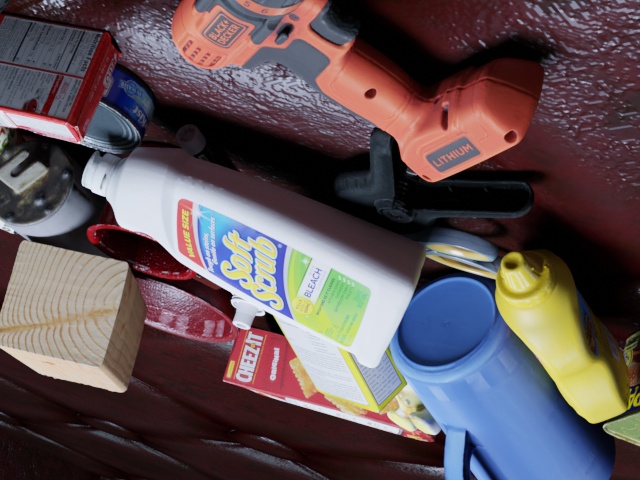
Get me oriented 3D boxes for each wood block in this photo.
[{"bbox_3d":[-0.214,0.074,0.945,0.091,0.090,0.206,13,166,-2],"label":"wood block"}]

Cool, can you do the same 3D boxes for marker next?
[{"bbox_3d":[-0.079,-0.051,0.842,0.020,0.020,0.121,8,156,26],"label":"marker"}]

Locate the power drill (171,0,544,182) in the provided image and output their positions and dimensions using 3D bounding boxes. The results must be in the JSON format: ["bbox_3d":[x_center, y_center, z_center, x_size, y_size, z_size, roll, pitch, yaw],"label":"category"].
[{"bbox_3d":[0.024,-0.109,0.573,0.187,0.057,0.185,29,160,-17],"label":"power drill"}]

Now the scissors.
[{"bbox_3d":[0.055,-0.008,0.828,0.202,0.016,0.096,18,169,5],"label":"scissors"}]

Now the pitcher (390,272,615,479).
[{"bbox_3d":[0.154,0.146,0.930,0.145,0.149,0.242,-31,130,10],"label":"pitcher"}]

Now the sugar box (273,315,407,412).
[{"bbox_3d":[-0.002,0.058,0.896,0.094,0.048,0.176,10,132,52],"label":"sugar box"}]

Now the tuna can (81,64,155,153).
[{"bbox_3d":[-0.165,-0.100,0.777,0.086,0.033,0.086,16,158,7],"label":"tuna can"}]

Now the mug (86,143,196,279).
[{"bbox_3d":[-0.138,-0.023,0.873,0.093,0.081,0.117,32,155,-29],"label":"mug"}]

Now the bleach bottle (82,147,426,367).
[{"bbox_3d":[-0.055,0.001,0.783,0.251,0.068,0.103,22,132,2],"label":"bleach bottle"}]

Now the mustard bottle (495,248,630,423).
[{"bbox_3d":[0.177,0.060,0.800,0.058,0.096,0.191,-24,140,17],"label":"mustard bottle"}]

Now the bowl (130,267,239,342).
[{"bbox_3d":[-0.151,0.046,1.086,0.162,0.055,0.162,16,158,7],"label":"bowl"}]

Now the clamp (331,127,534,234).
[{"bbox_3d":[0.051,-0.038,0.740,0.120,0.039,0.172,33,155,-25],"label":"clamp"}]

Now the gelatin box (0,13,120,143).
[{"bbox_3d":[-0.189,-0.110,0.720,0.089,0.073,0.030,12,159,14],"label":"gelatin box"}]

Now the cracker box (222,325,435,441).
[{"bbox_3d":[0.023,0.154,1.152,0.214,0.072,0.164,13,170,14],"label":"cracker box"}]
